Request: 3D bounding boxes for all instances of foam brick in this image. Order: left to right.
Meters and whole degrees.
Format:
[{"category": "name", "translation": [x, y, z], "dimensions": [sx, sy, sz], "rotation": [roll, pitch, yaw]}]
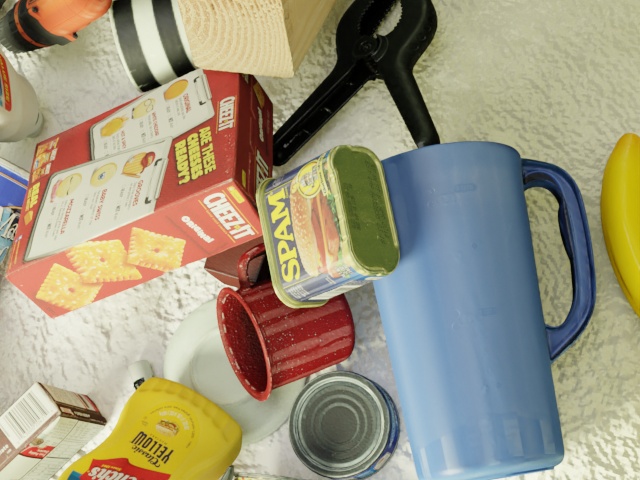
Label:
[{"category": "foam brick", "translation": [-0.056, 0.001, 0.897], "dimensions": [0.051, 0.053, 0.078], "rotation": [15, 80, 20]}]

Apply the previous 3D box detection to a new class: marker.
[{"category": "marker", "translation": [-0.134, 0.158, 0.894], "dimensions": [0.020, 0.020, 0.121], "rotation": [-26, 69, 8]}]

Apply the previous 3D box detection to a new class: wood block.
[{"category": "wood block", "translation": [-0.034, -0.236, 0.891], "dimensions": [0.091, 0.090, 0.206], "rotation": [9, 48, 18]}]

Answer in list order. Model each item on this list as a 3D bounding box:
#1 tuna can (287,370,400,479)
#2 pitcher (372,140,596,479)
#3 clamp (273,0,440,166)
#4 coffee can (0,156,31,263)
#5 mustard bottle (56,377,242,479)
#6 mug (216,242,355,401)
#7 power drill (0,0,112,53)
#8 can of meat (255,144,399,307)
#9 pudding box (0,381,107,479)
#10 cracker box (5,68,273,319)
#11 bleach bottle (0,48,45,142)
[{"category": "tuna can", "translation": [0.018, 0.147, 0.845], "dimensions": [0.086, 0.033, 0.086], "rotation": [-4, 74, 15]}, {"category": "pitcher", "translation": [0.116, 0.054, 0.797], "dimensions": [0.149, 0.144, 0.243], "rotation": [-23, 70, 43]}, {"category": "clamp", "translation": [0.038, -0.149, 0.909], "dimensions": [0.165, 0.036, 0.210], "rotation": [-5, 60, 31]}, {"category": "coffee can", "translation": [-0.325, -0.014, 0.954], "dimensions": [0.103, 0.102, 0.140], "rotation": [24, 83, 21]}, {"category": "mustard bottle", "translation": [-0.148, 0.194, 0.808], "dimensions": [0.096, 0.058, 0.191], "rotation": [28, 50, 16]}, {"category": "mug", "translation": [-0.029, 0.057, 0.839], "dimensions": [0.081, 0.093, 0.117], "rotation": [-18, 97, -24]}, {"category": "power drill", "translation": [-0.227, -0.266, 0.998], "dimensions": [0.185, 0.057, 0.187], "rotation": [-5, 61, 50]}, {"category": "can of meat", "translation": [0.006, -0.010, 0.777], "dimensions": [0.084, 0.057, 0.102], "rotation": [-24, 72, 44]}, {"category": "pudding box", "translation": [-0.244, 0.172, 0.885], "dimensions": [0.113, 0.090, 0.039], "rotation": [-42, 70, 1]}, {"category": "cracker box", "translation": [-0.144, -0.045, 0.884], "dimensions": [0.214, 0.072, 0.164], "rotation": [-21, 43, 18]}, {"category": "bleach bottle", "translation": [-0.312, -0.155, 0.910], "dimensions": [0.068, 0.250, 0.102], "rotation": [-14, 70, 12]}]
